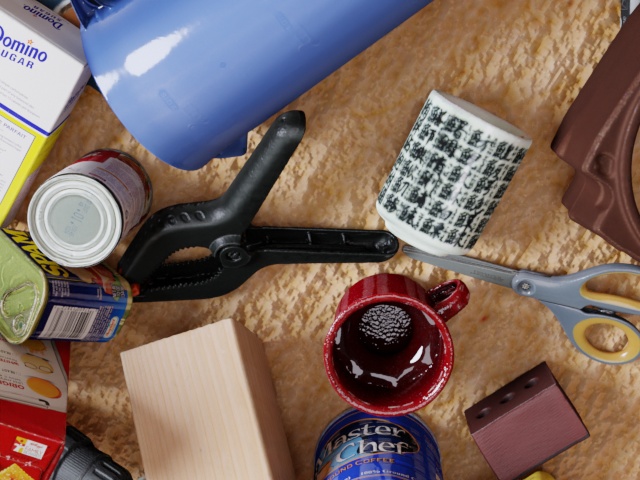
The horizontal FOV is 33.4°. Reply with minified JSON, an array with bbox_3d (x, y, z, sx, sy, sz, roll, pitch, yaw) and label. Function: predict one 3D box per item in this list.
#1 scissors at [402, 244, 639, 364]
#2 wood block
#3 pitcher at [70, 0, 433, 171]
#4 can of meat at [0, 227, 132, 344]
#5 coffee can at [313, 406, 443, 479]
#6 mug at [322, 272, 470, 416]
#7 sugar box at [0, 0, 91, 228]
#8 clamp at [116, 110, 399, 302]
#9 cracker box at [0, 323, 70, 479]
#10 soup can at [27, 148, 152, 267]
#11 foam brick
[{"bbox_3d":[0.164,0.049,0.815,0.202,0.016,0.096,2,120,14],"label":"scissors"},{"bbox_3d":[-0.069,0.173,0.770,0.091,0.090,0.206,-18,70,6],"label":"wood block"},{"bbox_3d":[-0.032,-0.164,0.684,0.243,0.149,0.145,-30,81,21],"label":"pitcher"},{"bbox_3d":[-0.198,0.033,0.772,0.102,0.083,0.057,36,105,36],"label":"can of meat"},{"bbox_3d":[0.043,0.194,0.793,0.103,0.140,0.103,1,104,2],"label":"coffee can"},{"bbox_3d":[0.059,0.065,0.791,0.117,0.081,0.093,-37,99,10],"label":"mug"},{"bbox_3d":[-0.233,-0.090,0.760,0.093,0.048,0.176,34,120,-7],"label":"sugar box"},{"bbox_3d":[-0.055,0.001,0.786,0.210,0.036,0.164,-27,135,22],"label":"clamp"},{"bbox_3d":[-0.260,0.088,0.727,0.164,0.214,0.072,22,103,-18],"label":"cracker box"},{"bbox_3d":[-0.164,-0.025,0.768,0.068,0.102,0.068,1,104,2],"label":"soup can"},{"bbox_3d":[0.157,0.140,0.820,0.078,0.053,0.051,-34,100,9],"label":"foam brick"}]
